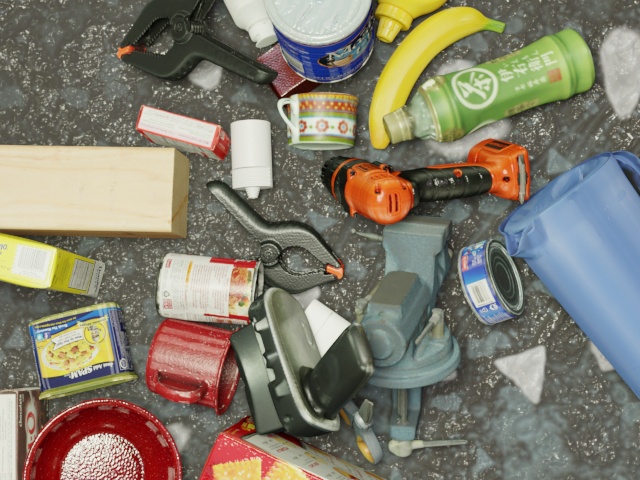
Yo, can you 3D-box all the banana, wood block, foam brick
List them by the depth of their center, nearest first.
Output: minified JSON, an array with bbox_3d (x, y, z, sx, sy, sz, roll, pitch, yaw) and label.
[{"bbox_3d":[-0.250,-0.051,1.136,0.206,0.091,0.090,1,86,4],"label":"wood block"},{"bbox_3d":[0.110,-0.188,1.151,0.198,0.037,0.069,-45,83,-1],"label":"banana"},{"bbox_3d":[-0.023,-0.190,1.153,0.078,0.051,0.053,-33,83,0],"label":"foam brick"}]

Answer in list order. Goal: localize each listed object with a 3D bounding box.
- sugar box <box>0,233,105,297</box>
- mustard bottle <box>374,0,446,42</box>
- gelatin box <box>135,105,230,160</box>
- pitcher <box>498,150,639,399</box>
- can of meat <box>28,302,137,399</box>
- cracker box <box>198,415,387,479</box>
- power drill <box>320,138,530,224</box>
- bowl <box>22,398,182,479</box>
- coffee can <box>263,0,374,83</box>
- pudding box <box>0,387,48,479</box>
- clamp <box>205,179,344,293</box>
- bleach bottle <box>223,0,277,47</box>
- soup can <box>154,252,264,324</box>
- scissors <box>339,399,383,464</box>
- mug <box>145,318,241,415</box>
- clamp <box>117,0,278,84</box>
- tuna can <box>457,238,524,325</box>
[{"bbox_3d":[-0.289,0.024,1.089,0.093,0.176,0.048,13,88,4],"label":"sugar box"},{"bbox_3d":[0.106,-0.303,1.151,0.096,0.058,0.191,23,86,7],"label":"mustard bottle"},{"bbox_3d":[-0.145,-0.115,1.143,0.089,0.073,0.030,15,86,5],"label":"gelatin box"},{"bbox_3d":[0.307,0.036,1.067,0.149,0.145,0.243,-36,94,18],"label":"pitcher"},{"bbox_3d":[-0.255,0.118,1.139,0.102,0.057,0.084,-14,82,2],"label":"can of meat"},{"bbox_3d":[-0.004,0.253,1.055,0.214,0.164,0.072,24,88,6],"label":"cracker box"},{"bbox_3d":[0.105,-0.064,1.095,0.187,0.185,0.057,-10,108,-15],"label":"power drill"},{"bbox_3d":[-0.227,0.246,1.114,0.162,0.055,0.162,2,82,-13],"label":"bowl"},{"bbox_3d":[0.002,-0.223,1.057,0.103,0.140,0.103,-1,83,4],"label":"coffee can"},{"bbox_3d":[-0.316,0.212,1.117,0.039,0.090,0.113,-5,84,4],"label":"pudding box"},{"bbox_3d":[-0.057,0.001,1.138,0.171,0.039,0.120,6,107,2],"label":"clamp"},{"bbox_3d":[-0.105,-0.328,1.145,0.068,0.102,0.251,-23,83,2],"label":"bleach bottle"},{"bbox_3d":[-0.114,0.050,1.103,0.102,0.068,0.068,5,85,5],"label":"soup can"},{"bbox_3d":[0.032,0.164,1.056,0.016,0.202,0.096,-31,60,-11],"label":"scissors"},{"bbox_3d":[-0.134,0.133,1.103,0.081,0.117,0.093,12,117,10],"label":"mug"},{"bbox_3d":[-0.131,-0.214,1.117,0.210,0.036,0.164,-20,80,36],"label":"clamp"},{"bbox_3d":[0.177,0.042,1.098,0.034,0.086,0.086,-22,83,29],"label":"tuna can"}]
